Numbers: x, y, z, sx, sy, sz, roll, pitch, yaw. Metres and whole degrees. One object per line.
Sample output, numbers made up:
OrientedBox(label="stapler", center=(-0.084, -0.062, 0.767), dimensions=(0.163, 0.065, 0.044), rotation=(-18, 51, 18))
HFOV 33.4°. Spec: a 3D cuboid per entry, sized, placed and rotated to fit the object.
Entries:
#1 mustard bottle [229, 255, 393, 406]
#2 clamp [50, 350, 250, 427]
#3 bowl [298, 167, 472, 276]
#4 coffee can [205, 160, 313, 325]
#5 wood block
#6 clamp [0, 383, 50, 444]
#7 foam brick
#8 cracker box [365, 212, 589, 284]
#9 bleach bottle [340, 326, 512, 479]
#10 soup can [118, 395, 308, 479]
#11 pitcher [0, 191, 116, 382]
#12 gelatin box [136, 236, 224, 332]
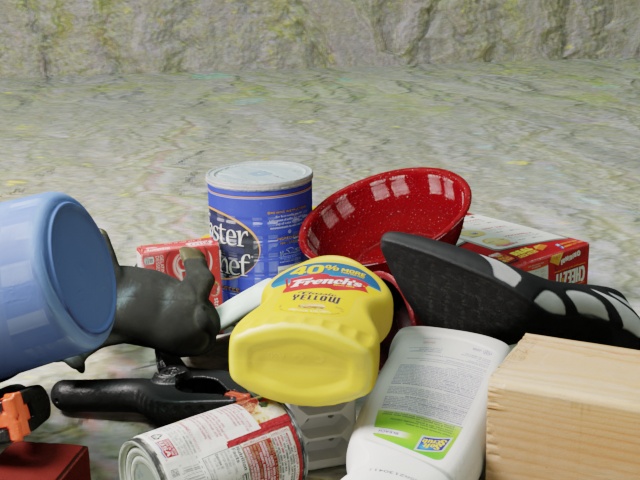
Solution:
OrientedBox(label="mustard bottle", center=(0.002, 0.053, 0.761), dimensions=(0.096, 0.058, 0.191), rotation=(3, 16, 9))
OrientedBox(label="clamp", center=(-0.125, 0.119, 0.824), dimensions=(0.120, 0.039, 0.172), rotation=(-22, 19, -36))
OrientedBox(label="bowl", center=(0.064, -0.003, 0.968), dimensions=(0.162, 0.055, 0.162), rotation=(-15, 30, 9))
OrientedBox(label="coffee can", center=(-0.057, 0.001, 1.035), dimensions=(0.103, 0.140, 0.103), rotation=(-1, 16, 0))
OrientedBox(label="wood block", center=(0.216, 0.129, 0.671), dimensions=(0.206, 0.091, 0.090), rotation=(7, 19, 26))
OrientedBox(label="clamp", center=(-0.250, 0.126, 0.715), dimensions=(0.164, 0.036, 0.210), rotation=(-16, 0, -31))
OrientedBox(label="foam brick", center=(-0.177, 0.163, 0.649), dimensions=(0.051, 0.053, 0.078), rotation=(2, 16, 10))
OrientedBox(label="cracker box", center=(0.131, 0.027, 1.061), dimensions=(0.163, 0.072, 0.214), rotation=(-14, 20, -38))
OrientedBox(label="bleach bottle", center=(0.059, 0.136, 0.711), dimensions=(0.103, 0.068, 0.250), rotation=(5, 20, 21))
OrientedBox(label="soup can", center=(-0.068, 0.144, 0.679), dimensions=(0.102, 0.068, 0.069), rotation=(-13, 20, -34))
OrientedBox(label="pitcher", center=(-0.263, 0.052, 0.729), dimensions=(0.243, 0.145, 0.149), rotation=(-14, 9, 13))
OrientedBox(label="gelatin box", center=(-0.128, 0.045, 0.981), dimensions=(0.073, 0.089, 0.030), rotation=(-7, 17, -19))
